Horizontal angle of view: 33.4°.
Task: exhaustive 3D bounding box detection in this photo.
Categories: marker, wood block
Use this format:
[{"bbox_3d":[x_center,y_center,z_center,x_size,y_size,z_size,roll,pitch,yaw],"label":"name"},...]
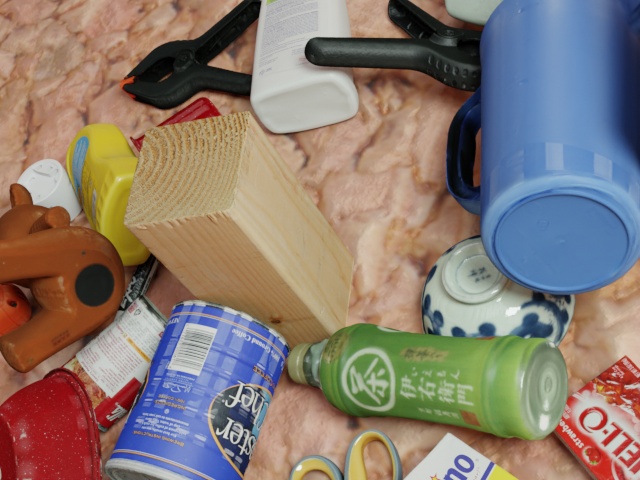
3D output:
[{"bbox_3d":[-0.172,0.052,0.980,0.020,0.020,0.121,4,61,29],"label":"marker"},{"bbox_3d":[-0.056,0.002,0.834,0.091,0.206,0.090,-7,56,22],"label":"wood block"}]

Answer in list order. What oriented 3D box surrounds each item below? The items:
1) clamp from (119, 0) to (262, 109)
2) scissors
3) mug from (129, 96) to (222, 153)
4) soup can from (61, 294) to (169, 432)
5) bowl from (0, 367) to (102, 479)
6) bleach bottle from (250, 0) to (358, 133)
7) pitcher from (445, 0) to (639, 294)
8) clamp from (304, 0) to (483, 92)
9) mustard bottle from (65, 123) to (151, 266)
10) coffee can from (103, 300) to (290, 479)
[{"bbox_3d":[-0.128,-0.190,1.111,0.172,0.039,0.120,-6,55,23],"label":"clamp"},{"bbox_3d":[0.015,0.231,0.765,0.096,0.016,0.201,-5,56,21],"label":"scissors"},{"bbox_3d":[-0.116,-0.078,0.989,0.081,0.093,0.117,-35,18,-5],"label":"mug"},{"bbox_3d":[-0.168,0.104,0.912,0.102,0.068,0.069,-43,50,-6],"label":"soup can"},{"bbox_3d":[-0.229,0.181,0.842,0.162,0.055,0.162,-7,81,54],"label":"bowl"},{"bbox_3d":[-0.011,-0.224,1.062,0.103,0.068,0.251,-12,52,19],"label":"bleach bottle"},{"bbox_3d":[0.170,-0.074,0.789,0.145,0.149,0.242,10,43,4],"label":"pitcher"},{"bbox_3d":[0.112,-0.174,0.960,0.210,0.036,0.164,16,35,20],"label":"clamp"},{"bbox_3d":[-0.205,-0.059,1.024,0.058,0.096,0.192,-6,30,-24],"label":"mustard bottle"},{"bbox_3d":[-0.094,0.132,0.832,0.103,0.102,0.140,5,61,29],"label":"coffee can"}]
